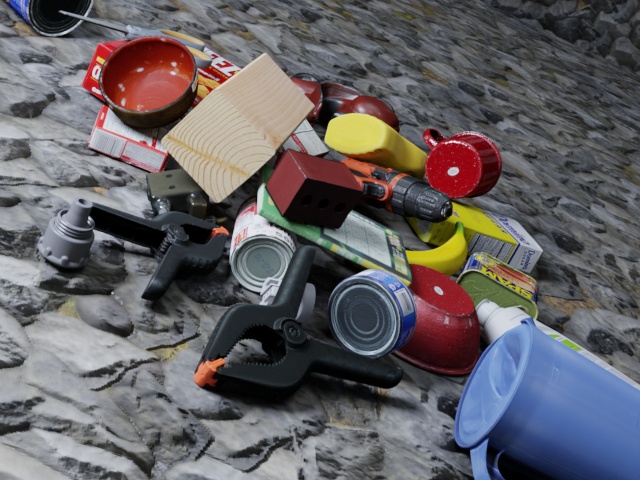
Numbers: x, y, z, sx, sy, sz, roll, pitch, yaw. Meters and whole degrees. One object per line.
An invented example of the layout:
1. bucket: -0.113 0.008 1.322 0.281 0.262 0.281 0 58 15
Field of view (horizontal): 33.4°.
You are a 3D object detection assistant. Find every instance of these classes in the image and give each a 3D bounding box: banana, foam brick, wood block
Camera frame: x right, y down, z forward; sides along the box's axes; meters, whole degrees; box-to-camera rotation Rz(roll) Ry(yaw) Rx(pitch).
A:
1. banana: 0.110 0.021 1.265 0.197 0.037 0.070 -8 50 -38
2. foam brick: -0.007 -0.051 1.078 0.078 0.053 0.051 11 33 -38
3. wood block: -0.085 -0.129 1.179 0.091 0.090 0.206 47 22 -8

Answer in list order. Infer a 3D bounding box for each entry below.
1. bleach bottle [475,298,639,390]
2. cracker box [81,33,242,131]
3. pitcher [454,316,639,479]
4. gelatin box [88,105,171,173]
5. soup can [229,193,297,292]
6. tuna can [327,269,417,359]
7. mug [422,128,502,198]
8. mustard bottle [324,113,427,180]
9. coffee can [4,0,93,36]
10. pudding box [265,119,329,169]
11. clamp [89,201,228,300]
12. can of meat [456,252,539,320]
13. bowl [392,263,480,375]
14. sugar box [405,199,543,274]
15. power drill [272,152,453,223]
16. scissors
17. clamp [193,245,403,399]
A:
1. bleach bottle: 0.274 0.147 1.170 0.251 0.068 0.102 39 26 30
2. cracker box: -0.175 -0.195 1.368 0.164 0.072 0.213 33 24 11
3. pitcher: 0.254 0.193 0.999 0.242 0.149 0.145 28 9 -6
4. gelatin box: -0.216 -0.115 1.219 0.089 0.030 0.073 21 24 -14
5. soup can: -0.057 0.001 1.106 0.068 0.069 0.102 23 25 -11
6. tuna can: 0.050 0.073 1.053 0.086 0.086 0.033 38 27 21
7. mug: 0.183 -0.109 1.449 0.117 0.093 0.081 49 23 10
8. mustard bottle: 0.094 -0.117 1.471 0.096 0.058 0.191 7 -11 35
9. coffee can: -0.383 -0.352 1.425 0.140 0.103 0.102 42 28 28
10. pudding box: -0.047 -0.134 1.387 0.090 0.039 0.113 54 27 6
11. clamp: -0.157 -0.002 1.039 0.120 0.039 0.171 48 23 10
12. can of meat: 0.211 0.064 1.276 0.102 0.057 0.083 29 22 4
13. bowl: 0.114 0.074 1.156 0.162 0.055 0.162 23 25 -12
14. sugar box: 0.204 -0.014 1.432 0.176 0.048 0.093 13 25 -25
15. power drill: 0.046 -0.062 1.305 0.185 0.057 0.187 21 12 41
16. scissors: -0.216 -0.248 1.321 0.201 0.016 0.096 1 33 -46
17. clamp: -0.023 0.097 0.966 0.164 0.036 0.209 49 40 12
